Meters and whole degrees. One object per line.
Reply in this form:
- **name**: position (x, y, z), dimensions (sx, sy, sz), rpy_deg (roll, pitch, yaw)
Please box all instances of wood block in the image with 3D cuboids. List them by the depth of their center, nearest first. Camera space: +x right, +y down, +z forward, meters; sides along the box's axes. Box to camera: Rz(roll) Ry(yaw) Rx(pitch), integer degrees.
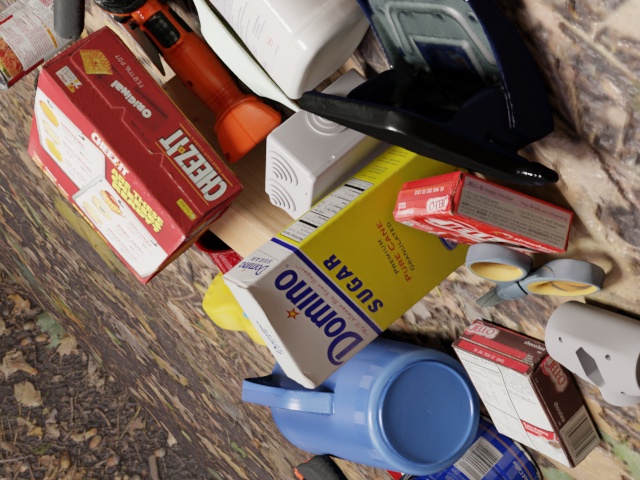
- **wood block**: position (-0.070, -0.055, 0.944), dimensions (0.206, 0.090, 0.091), rpy_deg (37, 159, 27)

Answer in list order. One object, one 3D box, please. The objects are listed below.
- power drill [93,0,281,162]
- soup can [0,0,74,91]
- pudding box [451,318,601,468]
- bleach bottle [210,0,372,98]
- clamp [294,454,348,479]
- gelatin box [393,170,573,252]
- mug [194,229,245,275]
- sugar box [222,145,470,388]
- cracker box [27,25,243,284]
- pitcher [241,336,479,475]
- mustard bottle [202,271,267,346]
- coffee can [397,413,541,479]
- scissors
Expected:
- **power drill**: position (-0.108, -0.148, 0.828), dimensions (0.187, 0.057, 0.184), rpy_deg (51, -175, -7)
- **soup can**: position (-0.319, -0.217, 1.145), dimensions (0.068, 0.102, 0.068), rpy_deg (41, 160, 19)
- **pudding box**: position (0.166, 0.123, 0.861), dimensions (0.090, 0.039, 0.113), rpy_deg (21, 145, 54)
- **bleach bottle**: position (-0.073, -0.212, 0.694), dimensions (0.251, 0.068, 0.103), rpy_deg (49, 163, 4)
- **clamp**: position (0.024, 0.244, 0.985), dimensions (0.172, 0.039, 0.120), rpy_deg (40, 143, 46)
- **gelatin box**: position (0.102, -0.015, 0.679), dimensions (0.089, 0.030, 0.073), rpy_deg (17, 172, -23)
- **mug**: position (-0.057, 0.001, 1.049), dimensions (0.117, 0.093, 0.081), rpy_deg (-8, 136, 23)
- **sugar box**: position (0.031, 0.010, 0.721), dimensions (0.048, 0.176, 0.093), rpy_deg (18, 145, 59)
- **cracker box**: position (-0.159, -0.061, 0.880), dimensions (0.164, 0.072, 0.214), rpy_deg (49, 158, -2)
- **pitcher**: position (0.038, 0.151, 1.006), dimensions (0.145, 0.149, 0.243), rpy_deg (52, 162, -10)
- **mustard bottle**: position (-0.043, 0.063, 1.104), dimensions (0.192, 0.096, 0.058), rpy_deg (15, 144, 57)
- **coffee can**: position (0.128, 0.248, 1.024), dimensions (0.103, 0.140, 0.103), rpy_deg (41, 160, 19)
- **scissors**: position (0.121, 0.028, 0.750), dimensions (0.096, 0.016, 0.202), rpy_deg (18, 168, -17)
